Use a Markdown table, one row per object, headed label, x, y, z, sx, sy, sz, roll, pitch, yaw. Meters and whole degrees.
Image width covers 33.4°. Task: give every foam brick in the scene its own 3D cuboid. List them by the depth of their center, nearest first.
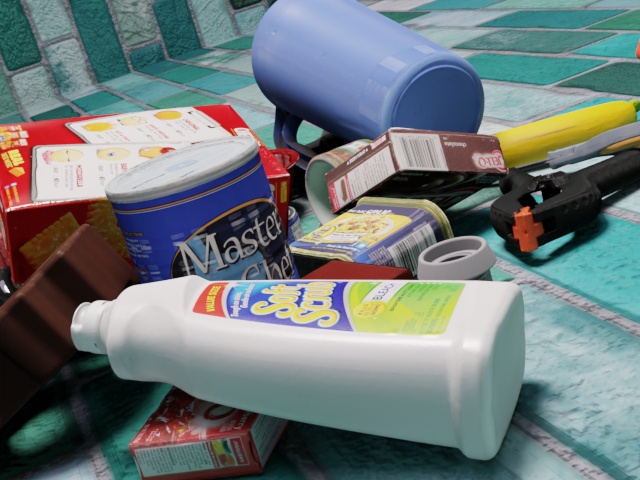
| label | x | y | z | sx | sy | sz | roll | pitch | yaw |
| --- | --- | --- | --- | --- | --- | --- | --- | --- | --- |
| foam brick | 0.021 | 0.047 | 0.660 | 0.051 | 0.053 | 0.078 | -28 | 21 | -32 |

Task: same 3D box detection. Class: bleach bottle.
| label | x | y | z | sx | sy | sz | roll | pitch | yaw |
| --- | --- | --- | --- | --- | --- | --- | --- | --- | --- |
| bleach bottle | -0.023 | 0.057 | 0.570 | 0.251 | 0.068 | 0.102 | 2 | 22 | 21 |

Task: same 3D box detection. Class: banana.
| label | x | y | z | sx | sy | sz | roll | pitch | yaw |
| --- | --- | --- | --- | --- | --- | --- | --- | --- | --- |
| banana | 0.197 | -0.087 | 0.944 | 0.198 | 0.037 | 0.069 | -15 | -2 | 3 |

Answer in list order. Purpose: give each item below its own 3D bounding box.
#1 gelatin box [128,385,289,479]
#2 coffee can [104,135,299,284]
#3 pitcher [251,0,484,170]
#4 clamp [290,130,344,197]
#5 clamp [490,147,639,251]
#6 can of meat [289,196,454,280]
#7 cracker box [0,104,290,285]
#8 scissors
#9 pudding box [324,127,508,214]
| label | x | y | z | sx | sy | sz | roll | pitch | yaw |
| --- | --- | --- | --- | --- | --- | --- | --- | --- | --- |
| gelatin box | -0.057 | 0.100 | 0.608 | 0.073 | 0.030 | 0.089 | -10 | 19 | 20 |
| coffee can | -0.070 | 0.014 | 0.702 | 0.103 | 0.140 | 0.103 | -16 | 17 | 5 |
| pitcher | 0.039 | -0.140 | 0.999 | 0.145 | 0.149 | 0.243 | -28 | 34 | -16 |
| clamp | 0.028 | -0.097 | 1.131 | 0.165 | 0.036 | 0.209 | -2 | 25 | 37 |
| clamp | 0.165 | -0.031 | 0.793 | 0.120 | 0.039 | 0.171 | -12 | 10 | 38 |
| can of meat | 0.032 | 0.013 | 0.751 | 0.083 | 0.057 | 0.102 | -30 | 20 | -30 |
| cracker box | -0.151 | -0.043 | 0.857 | 0.213 | 0.072 | 0.164 | -8 | 30 | -20 |
| scissors | 0.218 | -0.071 | 0.888 | 0.096 | 0.016 | 0.202 | -4 | -9 | -39 |
| pudding box | 0.074 | -0.051 | 0.828 | 0.113 | 0.039 | 0.090 | 2 | -22 | -34 |
